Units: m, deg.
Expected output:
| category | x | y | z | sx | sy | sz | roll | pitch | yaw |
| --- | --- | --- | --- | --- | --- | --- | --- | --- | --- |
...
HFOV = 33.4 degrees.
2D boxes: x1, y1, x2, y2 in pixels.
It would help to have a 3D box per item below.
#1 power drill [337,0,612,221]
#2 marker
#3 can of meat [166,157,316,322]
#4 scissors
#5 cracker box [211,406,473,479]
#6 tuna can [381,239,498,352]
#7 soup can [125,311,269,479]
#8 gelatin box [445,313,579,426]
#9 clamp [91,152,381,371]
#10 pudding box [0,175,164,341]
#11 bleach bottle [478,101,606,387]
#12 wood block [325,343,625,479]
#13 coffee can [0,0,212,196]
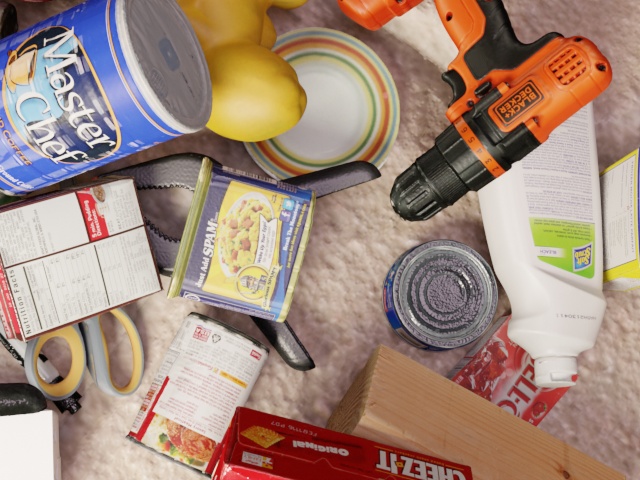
| category | x | y | z | sx | sy | sz | roll | pitch | yaw |
| --- | --- | --- | --- | --- | --- | --- | --- | --- | --- |
| power drill | 0.092 | -0.129 | 0.789 | 0.184 | 0.057 | 0.188 | -37 | 72 | 12 |
| marker | -0.216 | 0.079 | 0.775 | 0.020 | 0.020 | 0.121 | -41 | 89 | -13 |
| can of meat | -0.055 | 0.001 | 0.753 | 0.084 | 0.057 | 0.102 | 15 | 92 | -8 |
| scissors | -0.187 | 0.025 | 0.762 | 0.096 | 0.016 | 0.202 | -26 | 99 | -34 |
| cracker box | -0.008 | 0.227 | 0.706 | 0.164 | 0.072 | 0.214 | 16 | 116 | -6 |
| tuna can | 0.092 | 0.043 | 0.823 | 0.086 | 0.034 | 0.086 | 1 | 81 | -9 |
| soup can | -0.087 | 0.111 | 0.767 | 0.068 | 0.068 | 0.102 | 26 | 77 | -4 |
| gelatin box | 0.143 | 0.111 | 0.822 | 0.073 | 0.030 | 0.089 | 45 | 78 | 0 |
| clamp | -0.066 | -0.017 | 0.799 | 0.210 | 0.036 | 0.164 | 26 | 90 | -2 |
| pudding box | -0.173 | 0.010 | 0.737 | 0.113 | 0.039 | 0.090 | -19 | 102 | -32 |
| bleach bottle | 0.164 | -0.016 | 0.812 | 0.102 | 0.068 | 0.251 | 4 | 75 | -16 |
| wood block | 0.106 | 0.174 | 0.760 | 0.206 | 0.090 | 0.090 | 29 | 121 | -4 |
| coffee can | -0.156 | -0.098 | 0.697 | 0.140 | 0.102 | 0.103 | -18 | 84 | 20 |
